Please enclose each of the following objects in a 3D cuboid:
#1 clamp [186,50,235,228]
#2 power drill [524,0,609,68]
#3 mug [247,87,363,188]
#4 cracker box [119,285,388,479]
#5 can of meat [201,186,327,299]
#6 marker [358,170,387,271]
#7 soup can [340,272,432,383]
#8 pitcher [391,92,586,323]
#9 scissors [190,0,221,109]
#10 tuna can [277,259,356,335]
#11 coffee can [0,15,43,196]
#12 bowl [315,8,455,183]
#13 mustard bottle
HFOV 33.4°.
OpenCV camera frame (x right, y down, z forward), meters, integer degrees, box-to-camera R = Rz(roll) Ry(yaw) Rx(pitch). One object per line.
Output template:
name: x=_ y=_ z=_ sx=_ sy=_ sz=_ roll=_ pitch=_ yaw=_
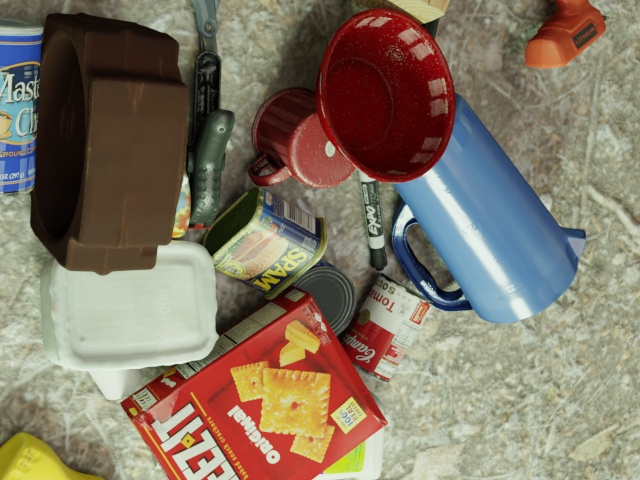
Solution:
clamp: x=-0.109 y=-0.089 z=1.006 sx=0.039 sy=0.120 sz=0.172 roll=7 pitch=134 yaw=-12
power drill: x=0.231 y=-0.278 z=1.102 sx=0.184 sy=0.057 sz=0.187 roll=-38 pitch=124 yaw=-34
mug: x=-0.019 y=-0.092 z=1.049 sx=0.117 sy=0.082 sz=0.093 roll=-35 pitch=118 yaw=-12
cracker box: x=-0.063 y=0.173 z=1.063 sx=0.213 sy=0.072 sz=0.164 roll=-34 pitch=106 yaw=-14
can of meat: x=-0.057 y=0.001 z=1.057 sx=0.083 sy=0.057 sz=0.102 roll=29 pitch=129 yaw=-28
marker: x=0.057 y=-0.024 z=1.146 sx=0.020 sy=0.020 sz=0.121 roll=-17 pitch=113 yaw=-21
soup can: x=0.070 y=0.095 z=1.162 sx=0.068 sy=0.069 sz=0.102 roll=29 pitch=92 yaw=-31
pitcher: x=0.155 y=-0.031 z=1.138 sx=0.149 sy=0.145 sz=0.242 roll=-48 pitch=117 yaw=-19
scissors: x=-0.093 y=-0.217 z=1.011 sx=0.096 sy=0.016 sz=0.202 roll=-27 pitch=116 yaw=-16
tuna can: x=-0.007 y=0.063 z=1.134 sx=0.086 sy=0.034 sz=0.086 roll=-8 pitch=110 yaw=-24
coffee can: x=-0.289 y=-0.116 z=0.897 sx=0.102 sy=0.103 sz=0.140 roll=0 pitch=107 yaw=-26
bowl: x=0.050 y=-0.132 z=0.998 sx=0.161 sy=0.055 sz=0.162 roll=2 pitch=87 yaw=-35
mustard bottle: x=-0.252 y=0.276 z=1.068 sx=0.191 sy=0.058 sz=0.096 roll=40 pitch=85 yaw=-30
